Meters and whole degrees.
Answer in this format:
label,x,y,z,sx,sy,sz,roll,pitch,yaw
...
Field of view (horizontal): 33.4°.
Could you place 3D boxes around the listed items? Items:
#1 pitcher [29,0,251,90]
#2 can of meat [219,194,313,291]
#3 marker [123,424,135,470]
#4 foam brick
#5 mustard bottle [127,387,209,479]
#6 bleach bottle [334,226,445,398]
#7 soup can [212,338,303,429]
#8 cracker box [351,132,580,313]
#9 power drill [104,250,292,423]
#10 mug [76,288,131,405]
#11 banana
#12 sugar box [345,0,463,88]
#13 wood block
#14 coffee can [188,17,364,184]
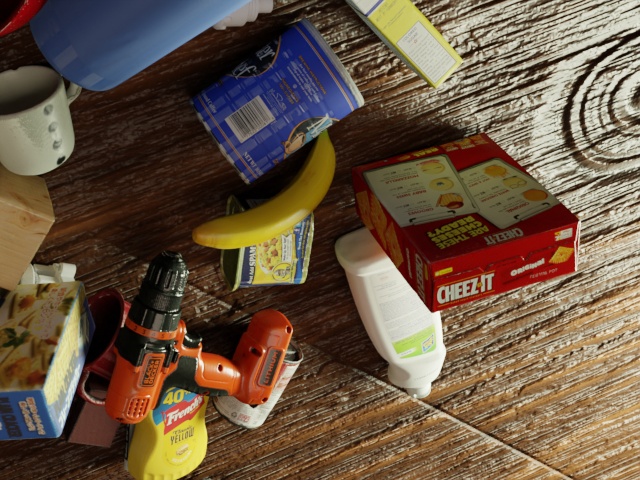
label,x,y,z,sx,sy,sz,roll,pitch,yaw
pitcher,-0.136,-0.236,0.896,0.243,0.149,0.144,-28,134,31
can of meat,-0.058,0.001,1.151,0.083,0.057,0.102,-3,120,-22
marker,-0.217,0.217,1.244,0.020,0.020,0.121,-2,120,-20
foam brick,-0.250,0.183,1.189,0.051,0.053,0.078,15,113,-28
mustard bottle,-0.168,0.182,1.212,0.096,0.058,0.192,-17,126,-39
bleach bottle,0.091,0.094,1.263,0.102,0.068,0.251,-21,127,-8
soup can,-0.074,0.158,1.233,0.068,0.068,0.102,20,111,-30
cracker box,0.145,-0.024,1.116,0.164,0.214,0.072,-16,124,-12
power drill,-0.122,0.103,1.110,0.187,0.057,0.184,9,109,-39
mug,-0.217,0.120,1.136,0.081,0.093,0.117,36,71,-39
banana,-0.044,-0.043,1.095,0.069,0.037,0.197,47,65,-4
sugar box,0.057,-0.229,1.032,0.048,0.093,0.176,-43,126,7
wood block,-0.364,-0.042,0.986,0.205,0.090,0.091,23,109,-31
coffee can,-0.043,-0.136,1.044,0.140,0.103,0.102,-35,126,2
